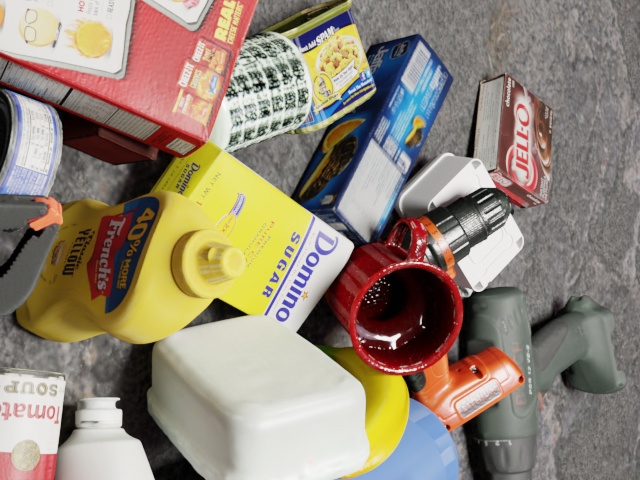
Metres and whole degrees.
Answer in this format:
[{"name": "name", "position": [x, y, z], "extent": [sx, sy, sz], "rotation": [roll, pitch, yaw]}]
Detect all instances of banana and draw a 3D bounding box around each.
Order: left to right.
[{"name": "banana", "position": [0.035, 0.128, 0.825], "extent": [0.069, 0.198, 0.037], "rotation": [-12, 108, 0]}]

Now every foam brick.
[{"name": "foam brick", "position": [-0.141, -0.098, 0.750], "extent": [0.052, 0.051, 0.078], "rotation": [23, 72, -42]}]

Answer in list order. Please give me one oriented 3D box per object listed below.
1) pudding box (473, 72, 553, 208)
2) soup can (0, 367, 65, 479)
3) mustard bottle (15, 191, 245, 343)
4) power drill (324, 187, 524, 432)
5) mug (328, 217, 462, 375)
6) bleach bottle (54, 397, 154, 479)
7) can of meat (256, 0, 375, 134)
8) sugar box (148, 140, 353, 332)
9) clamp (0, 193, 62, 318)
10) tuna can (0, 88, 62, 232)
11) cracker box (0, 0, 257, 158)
[{"name": "pudding box", "position": [0.198, -0.101, 1.092], "extent": [0.089, 0.039, 0.113], "rotation": [27, 60, -41]}, {"name": "soup can", "position": [-0.199, 0.132, 0.668], "extent": [0.068, 0.069, 0.102], "rotation": [14, 77, -44]}, {"name": "mustard bottle", "position": [-0.115, 0.017, 0.670], "extent": [0.058, 0.192, 0.096], "rotation": [36, 63, -38]}, {"name": "power drill", "position": [0.114, 0.064, 0.950], "extent": [0.184, 0.057, 0.187], "rotation": [-31, 113, -7]}, {"name": "mug", "position": [0.057, 0.038, 0.847], "extent": [0.093, 0.081, 0.117], "rotation": [8, 103, -18]}, {"name": "bleach bottle", "position": [-0.153, 0.231, 0.701], "extent": [0.068, 0.103, 0.251], "rotation": [14, 71, -56]}, {"name": "can of meat", "position": [-0.005, -0.144, 0.887], "extent": [0.101, 0.058, 0.084], "rotation": [-37, 115, -40]}, {"name": "sugar box", "position": [-0.055, 0.001, 0.796], "extent": [0.176, 0.048, 0.093], "rotation": [34, 92, -46]}, {"name": "clamp", "position": [-0.232, 0.019, 0.617], "extent": [0.171, 0.039, 0.120], "rotation": [-41, 121, -2]}, {"name": "tuna can", "position": [-0.199, -0.050, 0.666], "extent": [0.033, 0.086, 0.086], "rotation": [19, 75, -41]}, {"name": "cracker box", "position": [-0.150, -0.169, 0.680], "extent": [0.213, 0.072, 0.164], "rotation": [22, 74, -18]}]
